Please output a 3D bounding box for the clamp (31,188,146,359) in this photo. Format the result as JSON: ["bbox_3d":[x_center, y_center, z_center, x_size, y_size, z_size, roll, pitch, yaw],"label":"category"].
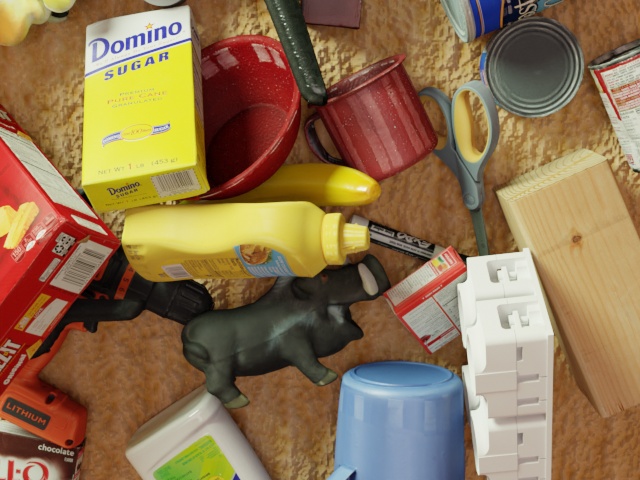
[{"bbox_3d":[-0.230,0.037,0.887,0.172,0.039,0.120,-25,68,17],"label":"clamp"}]

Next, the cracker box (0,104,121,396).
[{"bbox_3d":[-0.282,-0.004,0.863,0.164,0.072,0.214,-51,56,7],"label":"cracker box"}]

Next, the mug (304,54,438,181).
[{"bbox_3d":[0.038,-0.097,0.910,0.117,0.093,0.081,-19,107,32],"label":"mug"}]

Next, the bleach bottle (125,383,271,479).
[{"bbox_3d":[-0.067,0.259,0.978,0.102,0.068,0.251,-34,101,7],"label":"bleach bottle"}]

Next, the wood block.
[{"bbox_3d":[0.237,0.035,0.929,0.091,0.090,0.206,-24,100,4],"label":"wood block"}]

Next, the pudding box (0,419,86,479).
[{"bbox_3d":[-0.278,0.216,0.978,0.113,0.039,0.090,11,99,-3],"label":"pudding box"}]

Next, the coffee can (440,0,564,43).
[{"bbox_3d":[0.166,-0.236,0.874,0.140,0.103,0.103,-22,100,3],"label":"coffee can"}]

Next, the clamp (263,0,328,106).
[{"bbox_3d":[-0.024,-0.230,0.839,0.210,0.036,0.164,43,75,-3],"label":"clamp"}]

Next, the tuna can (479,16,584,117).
[{"bbox_3d":[0.182,-0.150,0.924,0.086,0.034,0.086,0,100,-1],"label":"tuna can"}]

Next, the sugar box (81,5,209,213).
[{"bbox_3d":[-0.143,-0.110,0.865,0.093,0.048,0.176,-10,58,3],"label":"sugar box"}]

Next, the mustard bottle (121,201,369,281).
[{"bbox_3d":[-0.056,0.001,0.862,0.192,0.096,0.058,-1,68,13],"label":"mustard bottle"}]

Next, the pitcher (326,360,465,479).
[{"bbox_3d":[0.060,0.236,0.939,0.145,0.149,0.243,2,97,10],"label":"pitcher"}]

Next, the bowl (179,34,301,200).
[{"bbox_3d":[-0.075,-0.092,0.893,0.162,0.162,0.055,-39,139,5],"label":"bowl"}]

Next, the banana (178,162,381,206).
[{"bbox_3d":[-0.036,-0.038,0.911,0.198,0.069,0.037,-8,122,21],"label":"banana"}]

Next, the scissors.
[{"bbox_3d":[0.120,-0.052,0.942,0.016,0.096,0.202,-30,133,-35],"label":"scissors"}]

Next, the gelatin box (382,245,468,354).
[{"bbox_3d":[0.105,0.054,0.938,0.073,0.030,0.089,-35,140,5],"label":"gelatin box"}]

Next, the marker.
[{"bbox_3d":[0.082,0.005,0.957,0.121,0.020,0.020,19,99,-4],"label":"marker"}]

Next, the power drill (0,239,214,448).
[{"bbox_3d":[-0.209,0.085,0.948,0.184,0.057,0.188,26,96,-1],"label":"power drill"}]

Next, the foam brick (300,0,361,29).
[{"bbox_3d":[0.010,-0.219,0.900,0.051,0.053,0.078,4,101,-2],"label":"foam brick"}]
